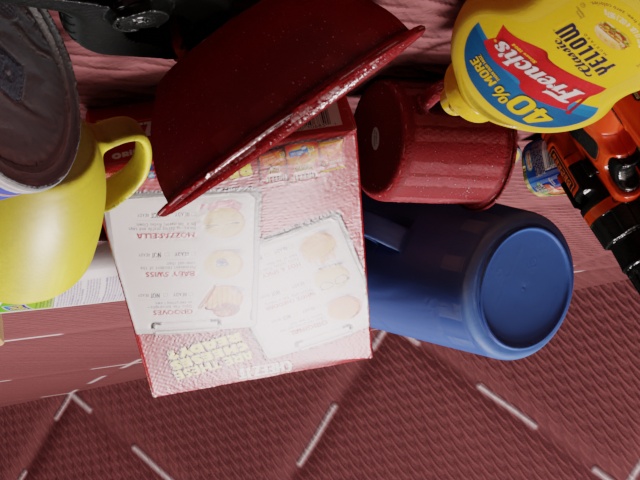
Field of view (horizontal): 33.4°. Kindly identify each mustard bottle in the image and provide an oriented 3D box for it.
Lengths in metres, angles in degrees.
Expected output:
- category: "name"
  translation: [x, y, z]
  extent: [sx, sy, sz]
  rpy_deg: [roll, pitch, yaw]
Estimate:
- category: "mustard bottle"
  translation: [0.124, -0.104, 0.560]
  extent: [0.096, 0.058, 0.192]
  rpy_deg: [39, 153, -15]

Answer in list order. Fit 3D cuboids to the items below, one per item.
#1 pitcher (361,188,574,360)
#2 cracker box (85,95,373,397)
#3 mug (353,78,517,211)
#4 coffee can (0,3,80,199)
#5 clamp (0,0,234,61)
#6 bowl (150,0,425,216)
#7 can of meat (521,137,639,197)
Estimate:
- category: "pitcher"
  translation: [0.069, 0.013, 0.839]
  extent: [0.149, 0.145, 0.243]
  rpy_deg: [-22, -161, -29]
- category: "cracker box"
  translation: [-0.055, 0.001, 0.719]
  extent: [0.164, 0.072, 0.214]
  rpy_deg: [-9, 134, -3]
- category: "mug"
  translation: [0.077, -0.072, 0.708]
  extent: [0.081, 0.093, 0.117]
  rpy_deg: [0, 153, -26]
- category: "coffee can"
  translation: [-0.192, -0.055, 0.465]
  extent: [0.140, 0.103, 0.102]
  rpy_deg: [-13, 170, 19]
- category: "clamp"
  translation: [-0.072, -0.113, 0.450]
  extent: [0.120, 0.039, 0.171]
  rpy_deg: [-9, 177, 16]
- category: "bowl"
  translation: [-0.029, -0.079, 0.531]
  extent: [0.162, 0.055, 0.162]
  rpy_deg: [-35, -177, 2]
- category: "can of meat"
  translation: [0.240, -0.074, 0.938]
  extent: [0.101, 0.057, 0.084]
  rpy_deg: [-4, 171, -29]
